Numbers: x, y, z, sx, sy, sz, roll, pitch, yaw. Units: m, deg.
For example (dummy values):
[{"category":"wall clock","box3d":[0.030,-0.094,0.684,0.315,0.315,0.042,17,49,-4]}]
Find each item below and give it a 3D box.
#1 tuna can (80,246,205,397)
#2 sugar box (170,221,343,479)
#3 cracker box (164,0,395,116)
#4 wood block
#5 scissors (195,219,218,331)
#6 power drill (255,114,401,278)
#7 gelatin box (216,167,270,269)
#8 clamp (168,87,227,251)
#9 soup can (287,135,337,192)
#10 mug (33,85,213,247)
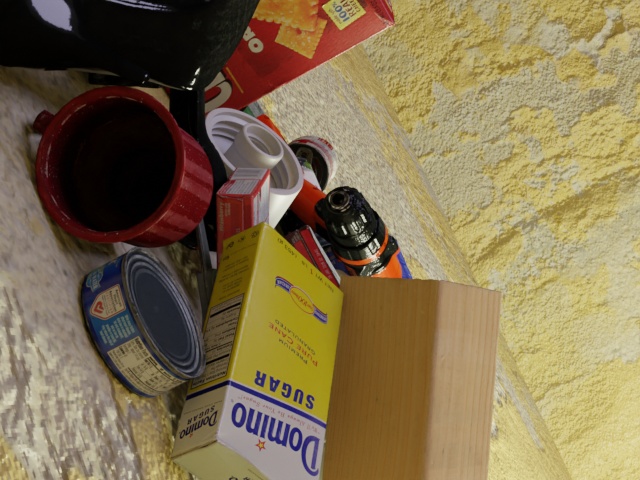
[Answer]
[{"category":"tuna can","box3d":[-0.105,0.049,0.634,0.086,0.034,0.086,58,13,-22]},{"category":"sugar box","box3d":[-0.035,0.082,0.690,0.093,0.048,0.176,42,36,-32]},{"category":"cracker box","box3d":[-0.064,-0.219,0.953,0.164,0.214,0.072,57,15,-25]},{"category":"wood block","box3d":[0.065,0.133,0.768,0.090,0.091,0.206,12,81,-51]},{"category":"scissors","box3d":[-0.070,0.044,0.747,0.096,0.016,0.202,57,23,-63]},{"category":"power drill","box3d":[-0.006,-0.037,1.006,0.188,0.057,0.184,45,-9,28]},{"category":"gelatin box","box3d":[-0.058,-0.010,0.799,0.089,0.030,0.073,-71,164,-72]},{"category":"clamp","box3d":[-0.107,-0.057,0.771,0.120,0.039,0.171,-42,130,-46]},{"category":"soup can","box3d":[-0.018,-0.082,1.213,0.068,0.068,0.102,62,11,-6]},{"category":"mug","box3d":[-0.125,-0.045,0.659,0.117,0.093,0.081,28,-1,14]}]
